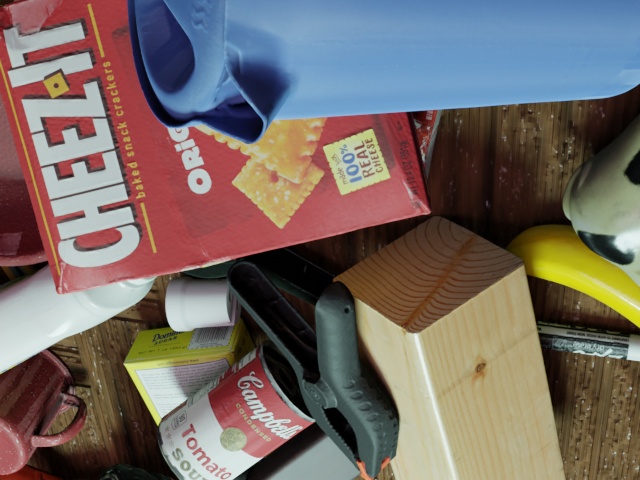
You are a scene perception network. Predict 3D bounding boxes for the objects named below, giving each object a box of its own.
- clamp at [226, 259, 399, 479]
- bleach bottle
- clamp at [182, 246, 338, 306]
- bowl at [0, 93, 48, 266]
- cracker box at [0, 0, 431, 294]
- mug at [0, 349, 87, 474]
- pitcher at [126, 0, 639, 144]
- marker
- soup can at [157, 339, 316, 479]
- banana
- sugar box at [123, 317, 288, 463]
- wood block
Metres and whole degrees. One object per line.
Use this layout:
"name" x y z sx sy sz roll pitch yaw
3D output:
"clamp" 0.011 0.085 0.687 0.171 0.039 0.120 57 160 -17
"bleach bottle" -0.206 0.052 0.762 0.251 0.102 0.068 -23 98 37
"clamp" -0.055 0.001 0.733 0.210 0.036 0.164 3 138 28
"bowl" -0.215 -0.061 0.694 0.162 0.055 0.162 4 129 4
"cracker box" -0.060 -0.073 0.592 0.214 0.072 0.164 -13 99 5
"mug" -0.253 0.143 0.890 0.117 0.081 0.093 13 129 10
"pitcher" 0.038 -0.128 0.487 0.242 0.145 0.149 -4 106 -26
"marker" 0.188 0.069 0.719 0.121 0.020 0.020 7 128 14
"soup can" -0.058 0.127 0.767 0.102 0.068 0.068 -37 109 14
"banana" 0.198 0.041 0.676 0.198 0.037 0.070 31 148 8
"sugar box" -0.077 0.145 0.853 0.093 0.048 0.176 -8 125 20
"wood block" 0.092 0.102 0.711 0.090 0.090 0.206 32 147 51
